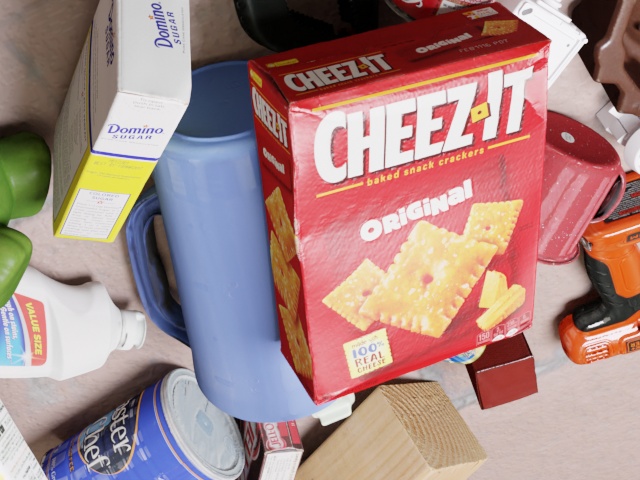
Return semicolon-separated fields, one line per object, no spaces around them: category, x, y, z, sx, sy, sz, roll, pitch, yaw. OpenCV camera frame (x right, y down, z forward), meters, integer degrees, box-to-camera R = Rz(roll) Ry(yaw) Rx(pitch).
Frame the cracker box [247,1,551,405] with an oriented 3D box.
cracker box;0.052;-0.019;0.651;0.164;0.072;0.214;-17;127;-17

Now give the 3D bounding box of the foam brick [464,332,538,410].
foam brick;0.148;0.093;0.908;0.051;0.078;0.053;-15;134;1

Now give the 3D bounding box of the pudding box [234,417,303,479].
pudding box;-0.050;0.180;0.926;0.039;0.090;0.114;-1;133;-15

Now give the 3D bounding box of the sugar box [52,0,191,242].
sugar box;-0.119;-0.077;0.626;0.048;0.093;0.176;7;154;-25

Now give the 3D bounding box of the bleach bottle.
bleach bottle;-0.246;0.047;0.762;0.250;0.068;0.102;8;98;-29

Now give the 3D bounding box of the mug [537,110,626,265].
mug;0.176;-0.040;0.786;0.117;0.093;0.082;8;125;-25

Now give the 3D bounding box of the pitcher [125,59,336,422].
pitcher;-0.055;0.001;0.744;0.149;0.145;0.243;-21;131;-13

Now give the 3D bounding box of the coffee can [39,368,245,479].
coffee can;-0.149;0.186;0.895;0.140;0.103;0.102;-33;132;16

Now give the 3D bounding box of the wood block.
wood block;0.041;0.228;0.980;0.090;0.090;0.206;4;134;-48

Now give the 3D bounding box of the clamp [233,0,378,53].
clamp;-0.019;-0.180;0.629;0.165;0.036;0.209;-46;136;12
